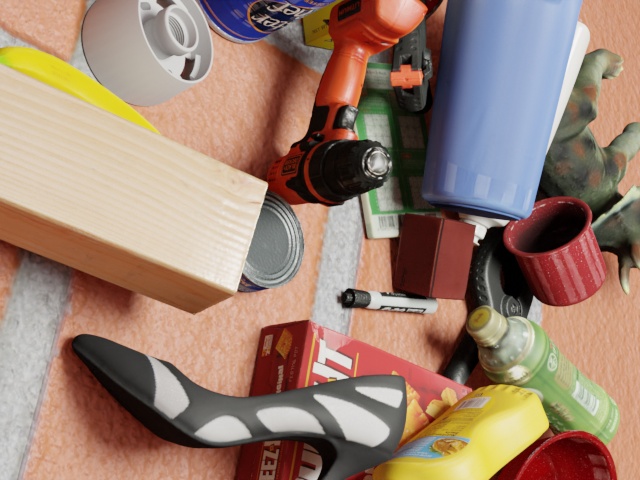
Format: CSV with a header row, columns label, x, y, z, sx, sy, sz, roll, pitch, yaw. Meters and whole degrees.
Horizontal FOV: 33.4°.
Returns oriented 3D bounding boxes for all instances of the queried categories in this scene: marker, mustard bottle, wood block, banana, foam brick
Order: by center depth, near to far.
label,x,y,z,sx,sy,sz,roll,pitch,yaw
wood block,-0.155,-0.031,0.753,0.205,0.090,0.090,23,67,-20
banana,-0.179,-0.096,0.811,0.197,0.037,0.070,30,29,-40
mustard bottle,0.099,0.183,0.870,0.191,0.096,0.058,-27,97,-42
marker,0.066,0.059,1.026,0.120,0.020,0.020,8,74,-42
foam brick,0.111,0.015,1.042,0.051,0.053,0.078,6,95,-41

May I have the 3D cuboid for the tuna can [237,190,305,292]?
label,x,y,z,sx,sy,sz,roll,pitch,yaw
tuna can,-0.056,0.001,0.915,0.085,0.034,0.086,13,71,-41

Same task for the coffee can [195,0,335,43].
label,x,y,z,sx,sy,sz,roll,pitch,yaw
coffee can,-0.033,-0.241,0.924,0.102,0.141,0.103,13,71,-41

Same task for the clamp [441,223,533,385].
label,x,y,z,sx,sy,sz,roll,pitch,yaw
clamp,0.183,0.077,1.118,0.164,0.036,0.210,12,74,-44

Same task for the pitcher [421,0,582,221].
label,x,y,z,sx,sy,sz,roll,pitch,yaw
pitcher,0.167,-0.146,1.040,0.149,0.145,0.243,15,86,-70

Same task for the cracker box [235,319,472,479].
label,x,y,z,sx,sy,sz,roll,pitch,yaw
cracker box,0.037,0.180,0.931,0.213,0.072,0.164,26,62,-35

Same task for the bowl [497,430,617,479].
label,x,y,z,sx,sy,sz,roll,pitch,yaw
bowl,0.226,0.263,1.079,0.161,0.055,0.162,-7,102,-33

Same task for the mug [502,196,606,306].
label,x,y,z,sx,sy,sz,roll,pitch,yaw
mug,0.250,0.007,1.116,0.081,0.093,0.117,60,34,-32

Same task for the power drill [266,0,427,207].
label,x,y,z,sx,sy,sz,roll,pitch,yaw
power drill,0.027,-0.119,0.899,0.057,0.185,0.187,25,78,-24

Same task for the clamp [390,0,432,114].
label,x,y,z,sx,sy,sz,roll,pitch,yaw
clamp,0.086,-0.176,1.005,0.171,0.039,0.120,-52,132,-79
